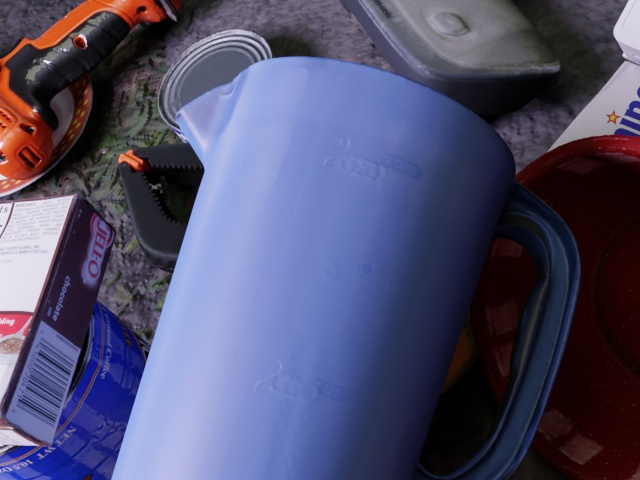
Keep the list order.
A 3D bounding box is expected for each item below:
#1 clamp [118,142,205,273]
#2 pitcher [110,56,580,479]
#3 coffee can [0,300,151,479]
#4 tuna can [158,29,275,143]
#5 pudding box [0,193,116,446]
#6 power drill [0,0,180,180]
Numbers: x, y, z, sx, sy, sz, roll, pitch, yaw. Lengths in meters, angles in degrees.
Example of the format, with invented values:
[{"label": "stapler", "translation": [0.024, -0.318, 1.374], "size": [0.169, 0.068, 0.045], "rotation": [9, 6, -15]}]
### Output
[{"label": "clamp", "translation": [-0.054, 0.001, 0.647], "size": [0.210, 0.036, 0.164], "rotation": [22, 71, 32]}, {"label": "pitcher", "translation": [-0.001, 0.060, 0.440], "size": [0.149, 0.144, 0.242], "rotation": [2, 67, 41]}, {"label": "coffee can", "translation": [-0.125, 0.090, 0.557], "size": [0.103, 0.140, 0.103], "rotation": [-13, 54, 19]}, {"label": "tuna can", "translation": [-0.064, -0.098, 0.719], "size": [0.086, 0.033, 0.086], "rotation": [-13, 55, 19]}, {"label": "pudding box", "translation": [-0.152, 0.035, 0.490], "size": [0.090, 0.039, 0.113], "rotation": [-4, 56, 26]}, {"label": "power drill", "translation": [-0.208, -0.149, 0.785], "size": [0.187, 0.057, 0.185], "rotation": [-47, 55, -6]}]
